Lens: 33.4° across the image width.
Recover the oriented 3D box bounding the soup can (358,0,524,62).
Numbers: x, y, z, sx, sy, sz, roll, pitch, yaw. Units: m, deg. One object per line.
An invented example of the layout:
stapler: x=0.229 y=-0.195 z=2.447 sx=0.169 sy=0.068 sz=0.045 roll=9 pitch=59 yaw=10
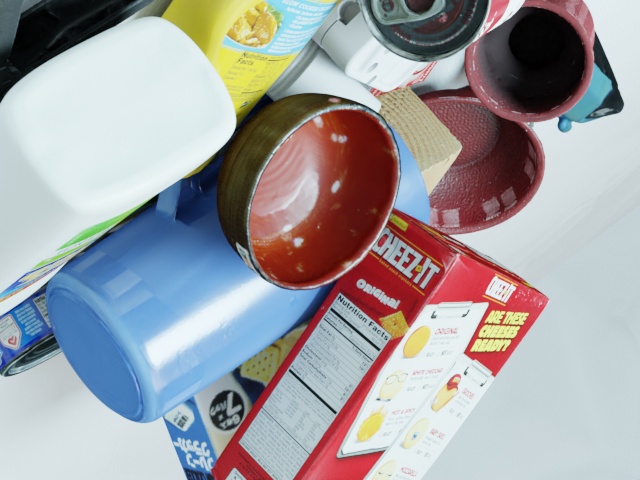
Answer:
soup can: x=0.069 y=-0.137 z=0.561 sx=0.069 sy=0.068 sz=0.102 roll=-48 pitch=176 yaw=31

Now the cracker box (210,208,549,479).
cracker box: x=0.043 y=0.095 z=0.724 sx=0.214 sy=0.072 sz=0.164 roll=-57 pitch=147 yaw=7

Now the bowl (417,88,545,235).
bowl: x=0.113 y=-0.078 z=0.935 sx=0.162 sy=0.162 sz=0.055 roll=-52 pitch=-157 yaw=42

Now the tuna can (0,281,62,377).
tuna can: x=-0.187 y=0.057 z=0.723 sx=0.086 sy=0.034 sz=0.086 roll=-32 pitch=174 yaw=-4

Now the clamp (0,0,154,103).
clamp: x=-0.133 y=-0.079 z=0.459 sx=0.172 sy=0.039 sz=0.120 roll=-40 pitch=164 yaw=31

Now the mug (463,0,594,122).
mug: x=0.157 y=-0.156 z=0.797 sx=0.093 sy=0.117 sz=0.081 roll=-14 pitch=-159 yaw=26

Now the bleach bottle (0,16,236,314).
bleach bottle: x=-0.140 y=-0.013 z=0.529 sx=0.102 sy=0.068 sz=0.251 roll=-37 pitch=-178 yaw=-36

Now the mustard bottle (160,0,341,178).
mustard bottle: x=-0.038 y=-0.114 z=0.546 sx=0.192 sy=0.058 sz=0.096 roll=-46 pitch=163 yaw=26

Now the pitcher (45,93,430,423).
pitcher: x=-0.055 y=0.001 z=0.694 sx=0.242 sy=0.149 sz=0.145 roll=-35 pitch=176 yaw=-32
